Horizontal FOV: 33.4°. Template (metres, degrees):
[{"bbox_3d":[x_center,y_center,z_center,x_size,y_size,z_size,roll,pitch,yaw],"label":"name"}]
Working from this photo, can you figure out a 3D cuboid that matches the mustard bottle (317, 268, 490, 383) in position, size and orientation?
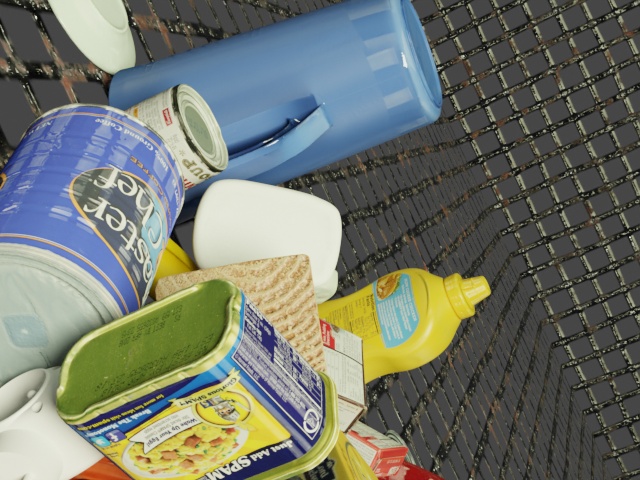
[{"bbox_3d":[0.063,0.077,0.970,0.058,0.192,0.096,51,22,-41],"label":"mustard bottle"}]

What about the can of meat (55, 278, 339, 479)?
[{"bbox_3d":[-0.056,0.072,0.485,0.084,0.102,0.057,51,24,-36],"label":"can of meat"}]

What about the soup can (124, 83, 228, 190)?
[{"bbox_3d":[-0.123,-0.057,0.737,0.068,0.102,0.068,56,19,-30],"label":"soup can"}]

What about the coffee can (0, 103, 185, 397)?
[{"bbox_3d":[-0.137,0.004,0.576,0.102,0.103,0.140,56,25,-29],"label":"coffee can"}]

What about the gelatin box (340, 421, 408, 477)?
[{"bbox_3d":[0.022,0.171,0.914,0.089,0.030,0.073,27,1,24],"label":"gelatin box"}]

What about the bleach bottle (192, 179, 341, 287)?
[{"bbox_3d":[-0.055,0.001,0.823,0.251,0.102,0.068,171,-71,-79],"label":"bleach bottle"}]

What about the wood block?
[{"bbox_3d":[-0.041,0.080,0.686,0.206,0.090,0.091,86,-6,-77],"label":"wood block"}]

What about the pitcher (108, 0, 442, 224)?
[{"bbox_3d":[-0.034,-0.102,0.831,0.145,0.243,0.149,32,43,-66],"label":"pitcher"}]
